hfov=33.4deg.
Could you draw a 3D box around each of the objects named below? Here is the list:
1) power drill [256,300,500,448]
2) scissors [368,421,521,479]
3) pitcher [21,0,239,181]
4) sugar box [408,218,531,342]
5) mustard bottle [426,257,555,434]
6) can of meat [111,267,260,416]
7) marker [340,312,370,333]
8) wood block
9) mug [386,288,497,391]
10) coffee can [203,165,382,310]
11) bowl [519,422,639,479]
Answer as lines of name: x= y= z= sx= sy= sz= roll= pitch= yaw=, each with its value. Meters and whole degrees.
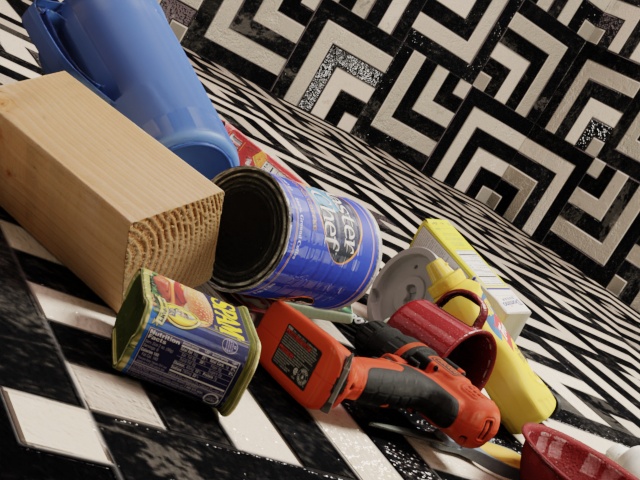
power drill: x=0.038 y=0.103 z=0.895 sx=0.187 sy=0.057 sz=0.185 roll=17 pitch=10 yaw=-38
scissors: x=0.103 y=0.167 z=0.935 sx=0.201 sy=0.016 sz=0.096 roll=25 pitch=10 yaw=-28
pitcher: x=-0.174 y=-0.128 z=0.985 sx=0.149 sy=0.145 sz=0.243 roll=-17 pitch=47 yaw=-19
sugar box: x=0.159 y=0.062 z=1.222 sx=0.048 sy=0.093 sz=0.176 roll=-1 pitch=37 yaw=-36
mustard bottle: x=0.167 y=0.103 z=1.099 sx=0.191 sy=0.058 sz=0.096 roll=57 pitch=12 yaw=4
can of meat: x=-0.095 y=0.067 z=0.734 sx=0.083 sy=0.057 sz=0.102 roll=24 pitch=11 yaw=-17
marker: x=0.026 y=0.081 z=1.120 sx=0.121 sy=0.020 sz=0.020 roll=31 pitch=10 yaw=1
wood block: x=-0.181 y=-0.042 z=0.842 sx=0.206 sy=0.090 sz=0.090 roll=36 pitch=41 yaw=30
mug: x=0.115 y=0.098 z=1.025 sx=0.082 sy=0.117 sz=0.093 roll=33 pitch=2 yaw=41
coffee can: x=-0.027 y=0.001 z=0.894 sx=0.103 sy=0.103 sz=0.140 roll=37 pitch=12 yaw=33
bowl: x=0.227 y=0.222 z=0.901 sx=0.162 sy=0.055 sz=0.162 roll=29 pitch=10 yaw=-6
